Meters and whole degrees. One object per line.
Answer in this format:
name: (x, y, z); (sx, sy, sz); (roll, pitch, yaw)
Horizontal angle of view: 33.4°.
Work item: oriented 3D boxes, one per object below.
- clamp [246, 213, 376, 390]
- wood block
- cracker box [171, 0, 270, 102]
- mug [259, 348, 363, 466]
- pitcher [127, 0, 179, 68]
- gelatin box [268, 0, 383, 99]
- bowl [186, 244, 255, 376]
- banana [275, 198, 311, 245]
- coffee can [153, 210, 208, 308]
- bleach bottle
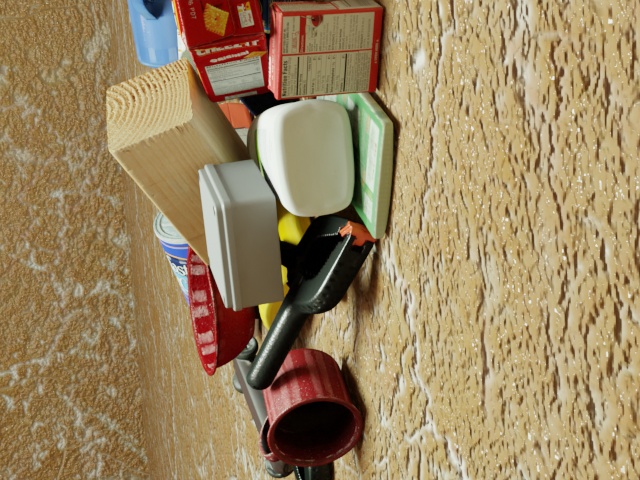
clamp: (-0.015, 0.044, 0.993); (0.210, 0.036, 0.164); (-33, 46, 55)
wood block: (-0.127, -0.075, 1.089); (0.206, 0.091, 0.090); (57, -162, -50)
cracker box: (-0.095, -0.224, 0.942); (0.214, 0.072, 0.164); (100, 157, -86)
mug: (-0.019, 0.169, 1.050); (0.117, 0.093, 0.081); (-48, 32, 21)
pitcher: (-0.223, -0.370, 1.511); (0.145, 0.149, 0.243); (36, 135, 55)
gelatin box: (0.003, -0.156, 0.863); (0.030, 0.089, 0.073); (-120, 28, -55)
bowl: (-0.112, 0.072, 1.229); (0.162, 0.055, 0.162); (173, 90, -74)
banana: (-0.020, -0.009, 1.101); (0.070, 0.037, 0.198); (106, 153, -56)
coffee can: (-0.138, 0.020, 1.344); (0.103, 0.102, 0.140); (-118, 7, -53)
bleach bottle: (-0.032, -0.090, 1.014); (0.251, 0.068, 0.102); (-140, 43, -73)
